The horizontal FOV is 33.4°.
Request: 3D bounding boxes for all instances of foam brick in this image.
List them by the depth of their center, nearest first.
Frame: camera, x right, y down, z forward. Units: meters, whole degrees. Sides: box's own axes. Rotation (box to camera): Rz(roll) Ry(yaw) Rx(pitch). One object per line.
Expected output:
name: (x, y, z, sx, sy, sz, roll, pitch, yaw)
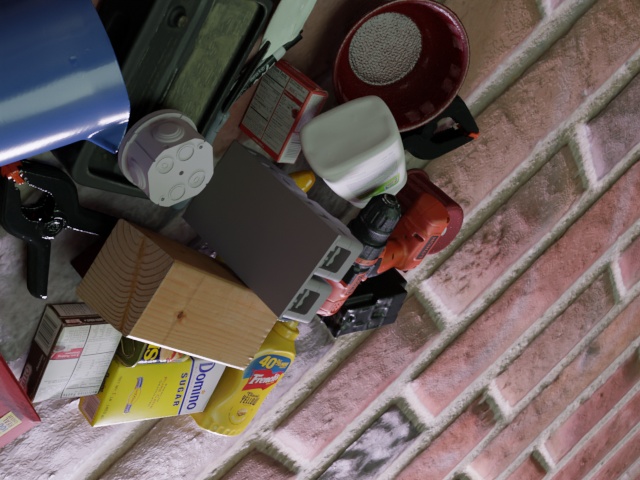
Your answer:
foam brick: (-0.213, 0.027, 1.129, 0.078, 0.051, 0.053, -40, 145, -9)

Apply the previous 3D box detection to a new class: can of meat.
can of meat: (-0.182, 0.093, 1.219, 0.083, 0.058, 0.102, 5, 114, -52)

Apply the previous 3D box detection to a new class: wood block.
wood block: (-0.140, 0.061, 1.111, 0.091, 0.090, 0.205, -57, 147, 3)

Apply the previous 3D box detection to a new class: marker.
marker: (-0.064, -0.180, 1.108, 0.121, 0.020, 0.020, -44, 145, -4)

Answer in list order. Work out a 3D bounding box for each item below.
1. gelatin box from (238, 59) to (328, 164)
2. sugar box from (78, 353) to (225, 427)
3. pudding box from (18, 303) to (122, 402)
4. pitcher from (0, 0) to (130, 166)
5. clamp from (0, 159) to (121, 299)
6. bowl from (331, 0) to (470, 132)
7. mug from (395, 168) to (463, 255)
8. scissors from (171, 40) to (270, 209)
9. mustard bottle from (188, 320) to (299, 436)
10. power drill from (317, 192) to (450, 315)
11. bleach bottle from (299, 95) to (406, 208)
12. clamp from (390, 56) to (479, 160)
gelatin box: (-0.039, -0.137, 1.130, 0.030, 0.073, 0.089, 2, 122, -49)
sugar box: (-0.199, 0.171, 1.293, 0.175, 0.048, 0.093, 2, 123, -46)
pudding box: (-0.272, 0.123, 1.176, 0.089, 0.039, 0.114, -1, 127, -47)
pitcher: (-0.285, -0.122, 0.838, 0.242, 0.149, 0.145, -24, 147, -16)
clamp: (-0.255, -0.024, 1.045, 0.120, 0.039, 0.171, -35, 144, -19)
bowl: (0.081, -0.202, 1.183, 0.162, 0.055, 0.162, -10, 126, -14)
mug: (0.125, -0.027, 1.407, 0.117, 0.082, 0.093, -40, 145, -9)
scissors: (-0.104, -0.102, 1.042, 0.016, 0.096, 0.202, 22, 141, -25)
mustard bottle: (-0.087, 0.167, 1.399, 0.096, 0.058, 0.192, 23, 106, -51)
power drill: (0.077, -0.001, 1.276, 0.187, 0.057, 0.185, -20, 153, -49)
bleach bottle: (0.045, -0.081, 1.196, 0.102, 0.068, 0.251, -25, 165, 1)
clamp: (0.116, -0.137, 1.326, 0.209, 0.036, 0.165, 10, 119, -46)
